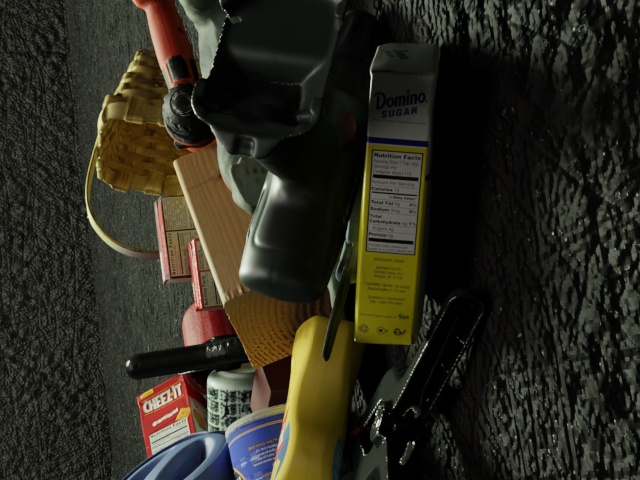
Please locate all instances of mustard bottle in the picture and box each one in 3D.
[{"bbox_3d":[-0.008,0.162,0.825,0.096,0.058,0.191,102,179,-62],"label":"mustard bottle"}]

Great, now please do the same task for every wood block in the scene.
[{"bbox_3d":[-0.056,0.001,0.948,0.206,0.091,0.090,-116,4,-48],"label":"wood block"}]

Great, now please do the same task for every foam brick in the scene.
[{"bbox_3d":[-0.034,0.147,1.018,0.051,0.053,0.078,-113,26,-45],"label":"foam brick"}]

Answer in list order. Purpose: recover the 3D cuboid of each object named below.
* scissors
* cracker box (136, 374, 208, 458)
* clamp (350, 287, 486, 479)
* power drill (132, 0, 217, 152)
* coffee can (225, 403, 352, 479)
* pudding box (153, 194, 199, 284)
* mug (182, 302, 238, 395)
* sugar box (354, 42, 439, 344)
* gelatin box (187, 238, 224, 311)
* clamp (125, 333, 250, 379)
[{"bbox_3d":[0.021,0.026,0.753,0.096,0.016,0.201,86,-167,-50],"label":"scissors"},{"bbox_3d":[-0.128,0.281,1.194,0.164,0.072,0.214,58,-173,-44],"label":"cracker box"},{"bbox_3d":[0.058,0.117,0.717,0.210,0.036,0.164,139,149,-80],"label":"clamp"},{"bbox_3d":[-0.140,-0.177,0.995,0.184,0.057,0.187,134,119,-86],"label":"power drill"},{"bbox_3d":[-0.018,0.221,0.909,0.103,0.102,0.140,116,145,-58],"label":"coffee can"},{"bbox_3d":[-0.116,-0.004,1.132,0.039,0.113,0.090,150,114,-69],"label":"pudding box"},{"bbox_3d":[-0.103,0.105,1.185,0.117,0.093,0.081,-51,33,23],"label":"mug"},{"bbox_3d":[0.048,-0.031,0.680,0.093,0.048,0.176,-72,-17,-69],"label":"sugar box"},{"bbox_3d":[-0.088,0.033,1.095,0.030,0.089,0.073,145,118,-69],"label":"gelatin box"},{"bbox_3d":[-0.103,0.112,1.051,0.120,0.172,0.039,-7,-98,-64],"label":"clamp"}]
